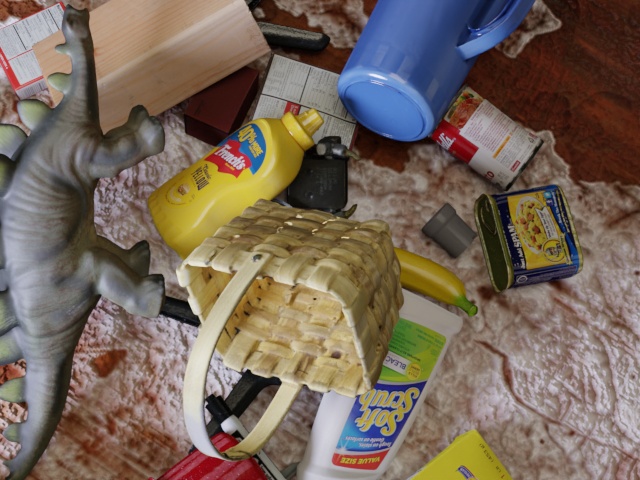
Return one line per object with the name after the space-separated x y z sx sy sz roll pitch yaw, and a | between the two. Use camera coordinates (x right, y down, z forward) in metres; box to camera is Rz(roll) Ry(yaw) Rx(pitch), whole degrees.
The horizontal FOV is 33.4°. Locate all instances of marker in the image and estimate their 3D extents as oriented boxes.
-0.068 0.193 0.999 0.020 0.020 0.121 -37 81 -14 | marker

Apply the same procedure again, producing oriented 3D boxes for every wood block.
-0.167 -0.192 1.064 0.206 0.090 0.091 -29 61 3 | wood block

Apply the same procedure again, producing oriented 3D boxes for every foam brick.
-0.103 -0.144 1.112 0.053 0.051 0.078 24 73 3 | foam brick

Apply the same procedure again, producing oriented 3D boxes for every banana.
0.065 0.023 1.070 0.197 0.069 0.037 19 96 -2 | banana

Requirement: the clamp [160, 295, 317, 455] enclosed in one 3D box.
-0.057 0.117 1.049 0.210 0.036 0.164 -10 76 -8 | clamp

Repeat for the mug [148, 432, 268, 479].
-0.089 0.235 0.965 0.081 0.093 0.117 -36 48 -22 | mug

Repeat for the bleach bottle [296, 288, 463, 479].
0.046 0.172 1.025 0.102 0.068 0.251 26 80 -26 | bleach bottle

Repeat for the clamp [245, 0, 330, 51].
-0.084 -0.246 1.149 0.171 0.039 0.120 -12 71 -7 | clamp

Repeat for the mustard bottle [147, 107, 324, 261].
-0.077 -0.066 1.049 0.191 0.058 0.096 -36 38 5 | mustard bottle

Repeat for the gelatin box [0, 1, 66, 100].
-0.293 -0.199 1.122 0.089 0.030 0.073 -27 77 -11 | gelatin box

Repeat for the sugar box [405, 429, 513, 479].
0.104 0.263 0.995 0.176 0.048 0.093 -32 79 -31 | sugar box

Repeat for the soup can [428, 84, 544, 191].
0.173 -0.107 1.117 0.102 0.068 0.068 36 74 5 | soup can

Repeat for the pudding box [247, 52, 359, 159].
-0.012 -0.138 1.125 0.113 0.039 0.090 18 72 -2 | pudding box

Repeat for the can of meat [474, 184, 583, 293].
0.214 -0.004 1.097 0.084 0.057 0.102 -10 76 -10 | can of meat

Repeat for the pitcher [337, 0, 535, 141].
0.122 -0.223 1.089 0.145 0.149 0.242 29 67 -1 | pitcher
